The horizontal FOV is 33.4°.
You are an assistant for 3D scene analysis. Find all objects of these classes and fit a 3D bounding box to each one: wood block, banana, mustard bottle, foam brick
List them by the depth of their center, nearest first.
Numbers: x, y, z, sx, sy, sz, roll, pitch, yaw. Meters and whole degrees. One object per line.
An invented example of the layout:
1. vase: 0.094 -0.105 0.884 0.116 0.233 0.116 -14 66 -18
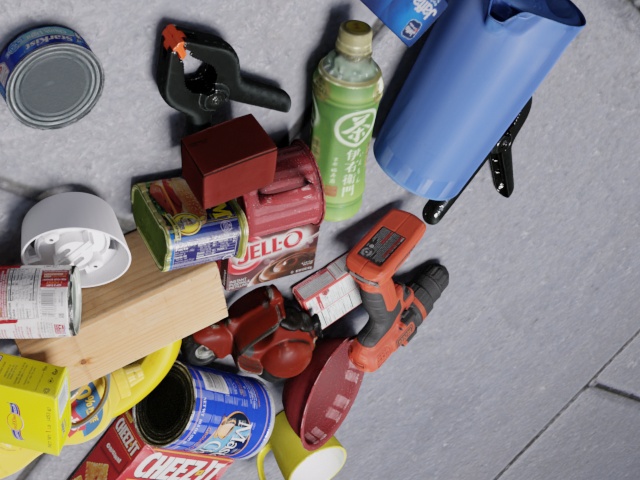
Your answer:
1. foam brick: -0.087 -0.075 1.009 0.078 0.053 0.051 -22 148 -19
2. wood block: -0.208 0.066 1.080 0.205 0.090 0.091 -25 142 -16
3. mustard bottle: -0.281 0.176 1.145 0.191 0.058 0.096 -22 105 -18
4. banana: -0.213 0.148 1.209 0.069 0.037 0.198 32 105 -20

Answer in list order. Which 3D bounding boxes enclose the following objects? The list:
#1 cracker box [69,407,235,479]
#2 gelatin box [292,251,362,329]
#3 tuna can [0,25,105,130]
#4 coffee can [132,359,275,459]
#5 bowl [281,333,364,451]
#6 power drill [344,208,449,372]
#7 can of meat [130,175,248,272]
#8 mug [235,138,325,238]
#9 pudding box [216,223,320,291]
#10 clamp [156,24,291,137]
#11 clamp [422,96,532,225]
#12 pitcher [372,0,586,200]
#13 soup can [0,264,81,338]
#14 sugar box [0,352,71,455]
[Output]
1. cracker box: -0.229 0.315 1.338 0.214 0.072 0.163 -50 141 15
2. gelatin box: 0.015 0.063 1.304 0.089 0.030 0.073 -33 143 -9
3. tuna can: -0.227 -0.137 0.898 0.086 0.034 0.086 -22 140 -20
4. coffee can: -0.137 0.202 1.268 0.103 0.103 0.140 -50 141 15
5. bowl: -0.002 0.185 1.368 0.161 0.055 0.162 -46 148 -40
6. power drill: 0.096 0.051 1.305 0.184 0.057 0.187 -47 147 -28
7. can of meat: -0.130 -0.020 1.044 0.083 0.102 0.057 -12 136 -26
8. mug: -0.046 -0.048 1.077 0.081 0.117 0.093 -16 104 -19
9. pudding box: -0.058 0.002 1.174 0.113 0.039 0.090 -16 137 -26
10. clamp: -0.109 -0.132 0.996 0.120 0.039 0.171 -45 143 4
11. clamp: 0.193 -0.114 1.242 0.164 0.036 0.210 -26 141 -38
12. pitcher: 0.159 -0.167 1.114 0.149 0.145 0.243 10 127 -30
13. soup can: -0.276 0.056 0.983 0.102 0.068 0.068 -1 134 -5
14. sugar box: -0.326 0.143 1.005 0.176 0.048 0.093 10 132 0
